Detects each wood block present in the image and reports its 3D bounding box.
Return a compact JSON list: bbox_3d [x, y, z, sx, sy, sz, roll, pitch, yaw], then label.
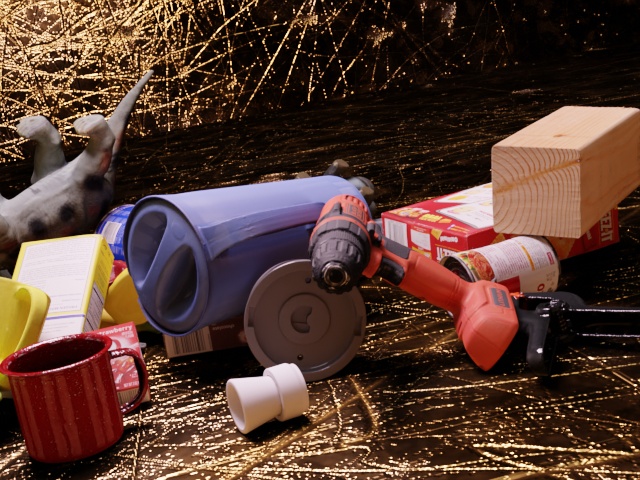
[{"bbox_3d":[0.258,-0.076,1.100,0.091,0.090,0.205,6,19,31],"label":"wood block"}]

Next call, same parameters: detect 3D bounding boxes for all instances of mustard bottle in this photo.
[{"bbox_3d":[-0.170,0.018,1.183,0.096,0.058,0.191,-39,12,24],"label":"mustard bottle"}]

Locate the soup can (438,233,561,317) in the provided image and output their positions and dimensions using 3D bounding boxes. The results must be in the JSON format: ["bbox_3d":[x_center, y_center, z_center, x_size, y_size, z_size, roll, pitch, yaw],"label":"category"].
[{"bbox_3d":[0.173,0.035,1.039,0.102,0.068,0.069,-15,14,-24],"label":"soup can"}]

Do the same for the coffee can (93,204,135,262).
[{"bbox_3d":[-0.208,0.011,1.330,0.102,0.103,0.141,-19,16,-34],"label":"coffee can"}]

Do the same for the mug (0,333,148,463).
[{"bbox_3d":[-0.199,0.127,0.886,0.117,0.081,0.093,-16,15,-26],"label":"mug"}]

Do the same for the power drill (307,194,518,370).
[{"bbox_3d":[0.076,0.035,0.908,0.187,0.057,0.184,32,18,-6],"label":"power drill"}]

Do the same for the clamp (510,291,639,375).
[{"bbox_3d":[0.215,0.070,0.924,0.120,0.039,0.171,-9,13,-5],"label":"clamp"}]

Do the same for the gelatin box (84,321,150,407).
[{"bbox_3d":[-0.204,0.118,0.963,0.089,0.030,0.073,-12,50,-11],"label":"gelatin box"}]

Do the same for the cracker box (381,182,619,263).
[{"bbox_3d":[0.203,-0.013,1.207,0.213,0.072,0.164,-15,16,-27],"label":"cracker box"}]

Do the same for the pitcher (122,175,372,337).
[{"bbox_3d":[-0.057,0.001,1.051,0.242,0.145,0.149,-15,35,-42],"label":"pitcher"}]

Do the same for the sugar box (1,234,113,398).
[{"bbox_3d":[-0.267,0.074,1.067,0.093,0.048,0.176,-7,48,10],"label":"sugar box"}]

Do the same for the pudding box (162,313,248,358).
[{"bbox_3d":[-0.102,0.082,1.099,0.113,0.039,0.090,-7,13,0],"label":"pudding box"}]
